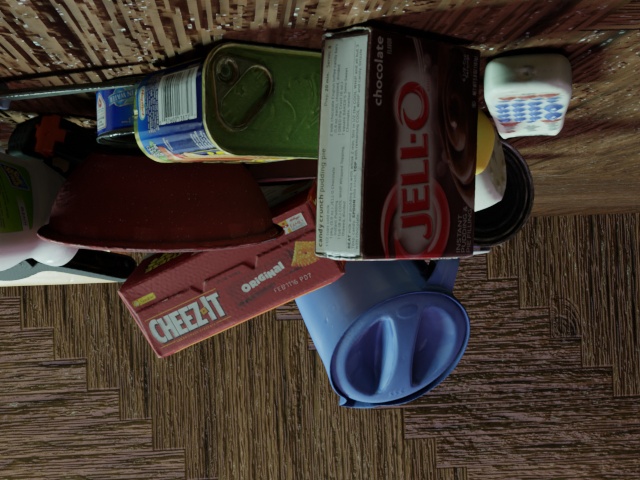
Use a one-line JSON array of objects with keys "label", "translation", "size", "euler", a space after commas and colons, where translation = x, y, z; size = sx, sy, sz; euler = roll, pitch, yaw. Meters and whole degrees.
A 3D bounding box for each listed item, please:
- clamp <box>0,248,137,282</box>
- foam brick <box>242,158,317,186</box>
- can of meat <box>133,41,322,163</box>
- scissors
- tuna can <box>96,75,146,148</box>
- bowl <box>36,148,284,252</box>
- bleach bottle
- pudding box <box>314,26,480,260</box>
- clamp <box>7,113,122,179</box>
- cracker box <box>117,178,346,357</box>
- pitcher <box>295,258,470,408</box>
[{"label": "clamp", "translation": [-0.248, 0.010, 0.926], "size": [0.172, 0.039, 0.120], "euler": [-10, 139, 27]}, {"label": "foam brick", "translation": [-0.038, -0.067, 0.776], "size": [0.051, 0.053, 0.078], "euler": [-2, 178, -18]}, {"label": "can of meat", "translation": [-0.041, -0.071, 0.583], "size": [0.101, 0.057, 0.084], "euler": [-1, -179, -37]}, {"label": "scissors", "translation": [-0.196, -0.083, 0.639], "size": [0.202, 0.016, 0.096], "euler": [-2, 180, 6]}, {"label": "tuna can", "translation": [-0.094, -0.077, 0.652], "size": [0.086, 0.034, 0.086], "euler": [-2, 179, 0]}, {"label": "bowl", "translation": [-0.104, -0.031, 0.702], "size": [0.162, 0.055, 0.162], "euler": [1, -172, 0]}, {"label": "bleach bottle", "translation": [-0.235, -0.015, 0.696], "size": [0.068, 0.102, 0.250], "euler": [-22, 164, 27]}, {"label": "pudding box", "translation": [0.040, -0.046, 0.542], "size": [0.039, 0.113, 0.089], "euler": [1, -179, 43]}, {"label": "clamp", "translation": [-0.200, -0.061, 0.847], "size": [0.164, 0.036, 0.210], "euler": [9, 172, 8]}, {"label": "cracker box", "translation": [-0.056, 0.001, 0.878], "size": [0.164, 0.072, 0.213], "euler": [-26, -166, 12]}, {"label": "pitcher", "translation": [0.036, 0.022, 0.999], "size": [0.149, 0.145, 0.243], "euler": [-25, -138, -5]}]
